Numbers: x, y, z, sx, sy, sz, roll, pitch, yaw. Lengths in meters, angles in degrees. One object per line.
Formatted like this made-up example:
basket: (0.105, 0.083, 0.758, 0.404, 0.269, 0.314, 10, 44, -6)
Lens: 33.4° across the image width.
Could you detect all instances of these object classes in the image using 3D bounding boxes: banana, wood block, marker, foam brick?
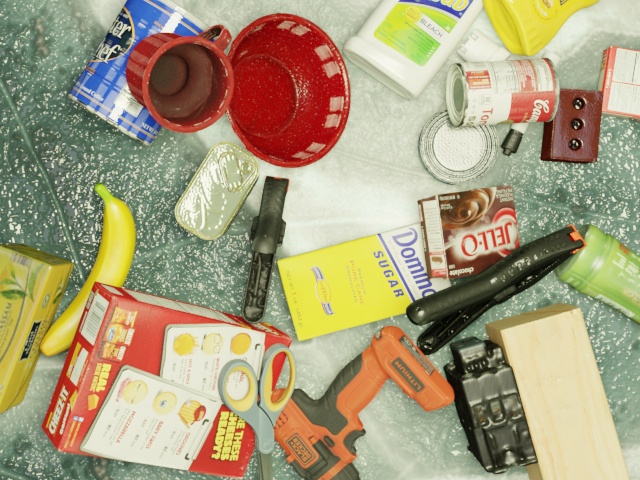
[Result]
banana: (-0.244, 0.036, 1.157, 0.069, 0.037, 0.198, 16, 96, -28)
wood block: (0.254, 0.179, 1.140, 0.090, 0.091, 0.206, -16, 90, -1)
marker: (0.230, -0.149, 1.171, 0.020, 0.020, 0.121, 25, 90, 0)
foam brick: (0.272, -0.124, 1.155, 0.053, 0.051, 0.078, 4, 90, -1)

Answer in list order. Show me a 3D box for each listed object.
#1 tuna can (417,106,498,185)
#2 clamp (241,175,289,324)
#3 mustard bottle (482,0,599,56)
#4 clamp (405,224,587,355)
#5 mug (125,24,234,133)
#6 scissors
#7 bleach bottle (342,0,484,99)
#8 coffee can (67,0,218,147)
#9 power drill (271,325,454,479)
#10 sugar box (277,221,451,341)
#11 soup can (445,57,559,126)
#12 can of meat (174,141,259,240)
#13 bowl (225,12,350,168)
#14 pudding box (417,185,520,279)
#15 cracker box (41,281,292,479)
tuna can: (0.149, -0.103, 1.165, 0.086, 0.034, 0.086, 0, 91, 0)
clamp: (-0.057, 0.001, 1.125, 0.039, 0.171, 0.120, 16, 126, -4)
mustard bottle: (0.263, -0.287, 1.138, 0.191, 0.058, 0.096, -39, 117, -13)
clamp: (0.180, 0.051, 1.116, 0.210, 0.164, 0.036, -29, 71, -7)
mug: (-0.135, -0.169, 1.052, 0.117, 0.082, 0.093, -49, 122, -4)
scissors: (-0.074, 0.204, 1.111, 0.096, 0.016, 0.202, 8, 98, -31)
bleach bottle: (0.134, -0.280, 1.150, 0.102, 0.068, 0.251, 34, 88, -3)
coffee can: (-0.187, -0.185, 1.130, 0.103, 0.103, 0.140, 32, 91, 0)
power drill: (0.049, 0.197, 1.137, 0.188, 0.057, 0.184, -41, 87, 13)
sugar box: (0.049, 0.043, 1.161, 0.176, 0.048, 0.093, -16, 90, 1)
soup can: (0.190, -0.155, 1.118, 0.102, 0.068, 0.068, -4, 91, -10)
can of meat: (-0.107, -0.052, 1.140, 0.057, 0.084, 0.102, 32, 91, 0)
bowl: (-0.047, -0.156, 1.133, 0.161, 0.055, 0.162, -1, 91, -34)
pudding box: (0.161, -0.009, 1.139, 0.113, 0.039, 0.090, -8, 90, -32)
cracker box: (-0.156, 0.146, 1.099, 0.213, 0.072, 0.164, 17, 96, -34)
